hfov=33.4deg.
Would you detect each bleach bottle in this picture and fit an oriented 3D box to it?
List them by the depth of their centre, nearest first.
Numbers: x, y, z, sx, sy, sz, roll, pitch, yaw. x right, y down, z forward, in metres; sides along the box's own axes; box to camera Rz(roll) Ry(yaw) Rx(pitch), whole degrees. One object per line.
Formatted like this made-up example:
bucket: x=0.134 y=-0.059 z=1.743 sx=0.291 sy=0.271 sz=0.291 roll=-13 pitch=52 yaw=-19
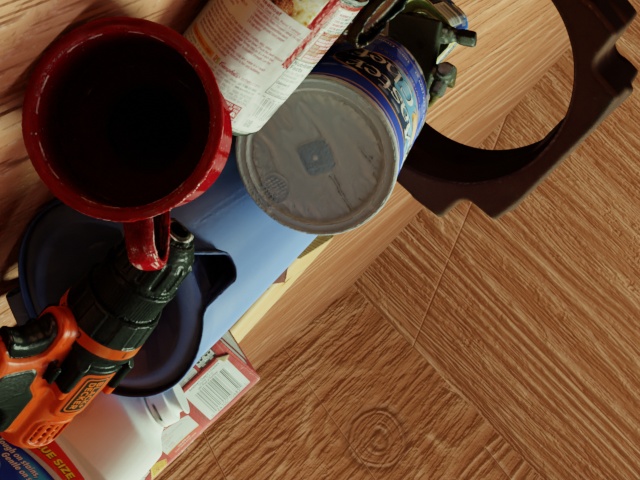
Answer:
bleach bottle: x=-0.208 y=0.149 z=0.702 sx=0.251 sy=0.102 sz=0.068 roll=-27 pitch=174 yaw=1

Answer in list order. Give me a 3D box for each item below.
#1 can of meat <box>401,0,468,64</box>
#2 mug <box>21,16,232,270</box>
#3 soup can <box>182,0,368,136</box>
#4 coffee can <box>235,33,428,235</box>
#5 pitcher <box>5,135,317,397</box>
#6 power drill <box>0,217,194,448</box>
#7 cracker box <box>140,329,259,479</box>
can of meat: x=0.086 y=-0.180 z=0.994 sx=0.102 sy=0.057 sz=0.083 roll=-47 pitch=176 yaw=26
mug: x=-0.086 y=-0.044 z=0.522 sx=0.093 sy=0.117 sz=0.081 roll=-7 pitch=-179 yaw=3
soup can: x=-0.031 y=-0.115 z=0.586 sx=0.102 sy=0.068 sz=0.068 roll=-47 pitch=174 yaw=24
coffee can: x=0.012 y=-0.077 z=0.713 sx=0.103 sy=0.103 sz=0.140 roll=-48 pitch=-175 yaw=26
pitcher: x=-0.093 y=-0.003 z=0.744 sx=0.242 sy=0.149 sz=0.145 roll=-41 pitch=159 yaw=-58
power drill: x=-0.171 y=0.054 z=0.555 sx=0.187 sy=0.057 sz=0.185 roll=2 pitch=136 yaw=-51
cracker box: x=-0.157 y=0.119 z=0.943 sx=0.164 sy=0.072 sz=0.214 roll=-44 pitch=-157 yaw=-2
